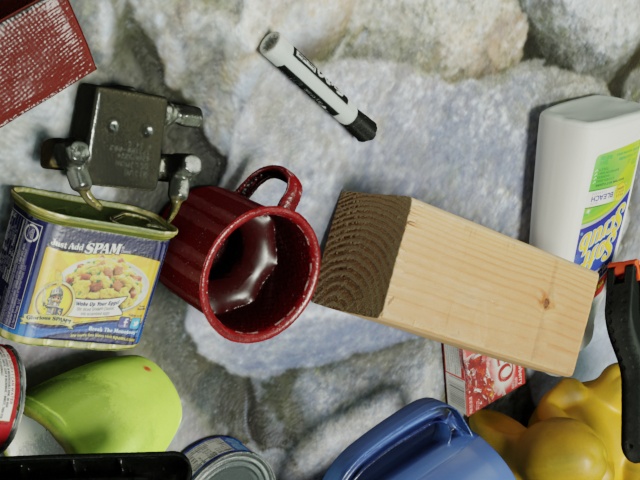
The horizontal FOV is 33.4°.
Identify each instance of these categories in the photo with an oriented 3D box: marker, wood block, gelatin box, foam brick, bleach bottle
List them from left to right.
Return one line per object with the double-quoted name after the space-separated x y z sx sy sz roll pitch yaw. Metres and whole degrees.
-0.176 -0.104 0.597 0.078 0.053 0.051 -36 125 -21 "foam brick"
0.002 -0.106 0.759 0.121 0.020 0.020 38 82 -41 "marker"
0.107 0.036 0.827 0.205 0.090 0.091 20 84 -34 "wood block"
0.145 0.100 0.942 0.073 0.030 0.089 -24 120 -30 "gelatin box"
0.230 0.003 0.953 0.102 0.068 0.251 -18 120 -37 "bleach bottle"

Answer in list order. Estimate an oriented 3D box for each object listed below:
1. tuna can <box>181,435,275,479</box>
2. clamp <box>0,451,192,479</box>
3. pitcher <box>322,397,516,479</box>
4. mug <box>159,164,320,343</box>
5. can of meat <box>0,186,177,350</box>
-0.077 0.191 0.798 0.085 0.034 0.086 -14 115 -34 "tuna can"
-0.199 0.126 0.580 0.164 0.210 0.036 40 40 -46 "clamp"
0.038 0.241 0.837 0.242 0.149 0.145 -24 162 -33 "pitcher"
-0.055 0.001 0.713 0.093 0.082 0.117 31 86 -41 "mug"
-0.149 0.019 0.662 0.101 0.058 0.084 10 103 -39 "can of meat"
